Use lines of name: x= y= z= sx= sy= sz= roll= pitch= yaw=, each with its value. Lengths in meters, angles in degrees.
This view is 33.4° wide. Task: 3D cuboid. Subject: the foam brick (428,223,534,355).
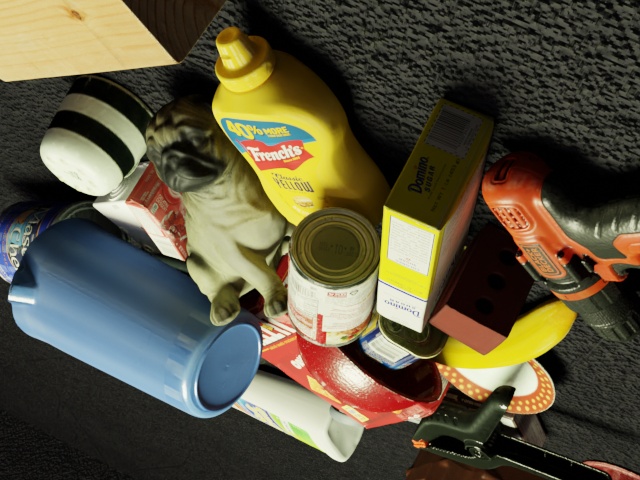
foam brick: x=0.126 y=0.038 z=0.813 sx=0.053 sy=0.078 sz=0.051 roll=29 pitch=159 yaw=0

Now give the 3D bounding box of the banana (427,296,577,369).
banana: x=0.138 y=0.080 z=0.911 sx=0.198 sy=0.037 sz=0.069 roll=-4 pitch=126 yaw=44

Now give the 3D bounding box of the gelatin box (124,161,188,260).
gelatin box: x=-0.130 y=-0.036 z=0.957 sx=0.030 sy=0.073 sz=0.089 roll=17 pitch=154 yaw=28

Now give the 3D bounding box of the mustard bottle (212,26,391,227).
mustard bottle: x=-0.023 y=-0.080 z=0.765 sx=0.096 sy=0.058 sz=0.191 roll=10 pitch=151 yaw=34

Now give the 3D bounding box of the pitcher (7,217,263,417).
pitcher: x=-0.170 y=0.075 z=1.045 sx=0.243 sy=0.149 sz=0.145 roll=23 pitch=149 yaw=32

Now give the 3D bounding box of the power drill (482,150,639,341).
power drill: x=0.215 y=0.012 z=0.682 sx=0.188 sy=0.057 sz=0.184 roll=0 pitch=143 yaw=49

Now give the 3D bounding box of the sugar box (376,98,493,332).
sugar box: x=0.076 y=-0.012 z=0.747 sx=0.048 sy=0.093 sz=0.176 roll=25 pitch=157 yaw=10

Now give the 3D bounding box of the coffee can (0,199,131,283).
coffee can: x=-0.293 y=0.006 z=1.194 sx=0.141 sy=0.102 sz=0.102 roll=2 pitch=146 yaw=47

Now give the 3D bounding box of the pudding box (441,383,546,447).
pudding box: x=0.177 y=0.181 z=1.104 sx=0.090 sy=0.039 sz=0.113 roll=12 pitch=154 yaw=31

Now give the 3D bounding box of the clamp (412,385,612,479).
clamp: x=0.172 y=0.200 z=1.047 sx=0.164 sy=0.036 sz=0.210 roll=40 pitch=153 yaw=-17

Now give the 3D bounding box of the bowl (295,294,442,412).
bowl: x=0.032 y=0.101 z=0.958 sx=0.162 sy=0.055 sz=0.162 roll=36 pitch=-160 yaw=-15

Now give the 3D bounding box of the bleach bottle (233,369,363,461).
bleach bottle: x=-0.070 y=0.211 z=1.420 sx=0.251 sy=0.068 sz=0.102 roll=16 pitch=153 yaw=34

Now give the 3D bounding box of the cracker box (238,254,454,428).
cracker box: x=0.010 y=0.107 z=1.097 sx=0.213 sy=0.072 sz=0.164 roll=34 pitch=156 yaw=-11

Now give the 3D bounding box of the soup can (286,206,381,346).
soup can: x=0.009 y=0.029 z=0.798 sx=0.068 sy=0.068 sz=0.102 roll=24 pitch=153 yaw=11

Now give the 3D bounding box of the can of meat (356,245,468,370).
can of meat: x=0.076 y=0.052 z=0.872 sx=0.057 sy=0.102 sz=0.084 roll=30 pitch=159 yaw=-4

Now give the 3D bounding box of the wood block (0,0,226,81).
wood block: x=-0.160 y=-0.169 z=0.696 sx=0.207 sy=0.090 sz=0.090 roll=5 pitch=146 yaw=44
